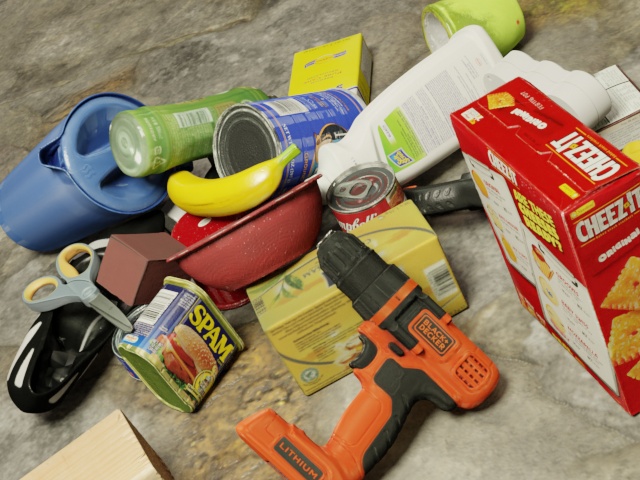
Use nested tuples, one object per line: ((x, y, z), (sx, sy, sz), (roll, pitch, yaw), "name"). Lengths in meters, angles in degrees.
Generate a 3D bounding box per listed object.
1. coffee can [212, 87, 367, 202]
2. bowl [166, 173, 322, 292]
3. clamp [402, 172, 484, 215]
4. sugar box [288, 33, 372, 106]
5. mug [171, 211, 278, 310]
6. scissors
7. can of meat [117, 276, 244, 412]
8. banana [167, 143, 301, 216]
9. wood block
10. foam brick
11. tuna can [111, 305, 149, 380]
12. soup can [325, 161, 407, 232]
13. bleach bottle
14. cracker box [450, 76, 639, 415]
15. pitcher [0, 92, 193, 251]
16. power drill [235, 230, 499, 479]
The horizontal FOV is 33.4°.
((-0.025, -0.099, 1.105), (0.103, 0.103, 0.140), (15, 22, 43), "coffee can")
((-0.056, 0.001, 0.965), (0.162, 0.055, 0.162), (-29, 4, 2), "bowl")
((0.144, -0.046, 0.980), (0.164, 0.036, 0.210), (-15, 5, -44), "clamp")
((0.009, -0.170, 1.260), (0.093, 0.048, 0.176), (-15, 38, 18), "sugar box")
((-0.092, 0.012, 1.083), (0.117, 0.081, 0.093), (13, 53, 42), "mug")
((-0.240, 0.062, 1.035), (0.096, 0.016, 0.202), (-34, 33, -3), "scissors")
((-0.131, 0.099, 0.993), (0.058, 0.102, 0.083), (10, 54, 41), "can of meat")
((-0.099, -0.051, 1.048), (0.198, 0.037, 0.069), (-5, 34, 45), "banana")
((-0.217, 0.249, 0.884), (0.206, 0.090, 0.091), (-35, 38, -9), "wood block")
((-0.165, 0.027, 1.022), (0.053, 0.078, 0.051), (32, 109, 29), "foam brick")
((-0.165, 0.098, 1.071), (0.086, 0.033, 0.086), (-18, 38, 15), "tuna can")
((0.055, -0.015, 1.001), (0.068, 0.102, 0.068), (-18, 38, 14), "soup can")
((0.082, -0.116, 1.075), (0.250, 0.102, 0.068), (-34, 4, -21), "bleach bottle")
((0.191, 0.003, 0.799), (0.072, 0.213, 0.164), (-31, 37, -4), "cracker box")
((-0.267, -0.065, 1.211), (0.243, 0.149, 0.145), (-22, 32, 51), "pitcher")
((0.023, 0.107, 0.847), (0.184, 0.057, 0.187), (43, 78, 6), "power drill")
